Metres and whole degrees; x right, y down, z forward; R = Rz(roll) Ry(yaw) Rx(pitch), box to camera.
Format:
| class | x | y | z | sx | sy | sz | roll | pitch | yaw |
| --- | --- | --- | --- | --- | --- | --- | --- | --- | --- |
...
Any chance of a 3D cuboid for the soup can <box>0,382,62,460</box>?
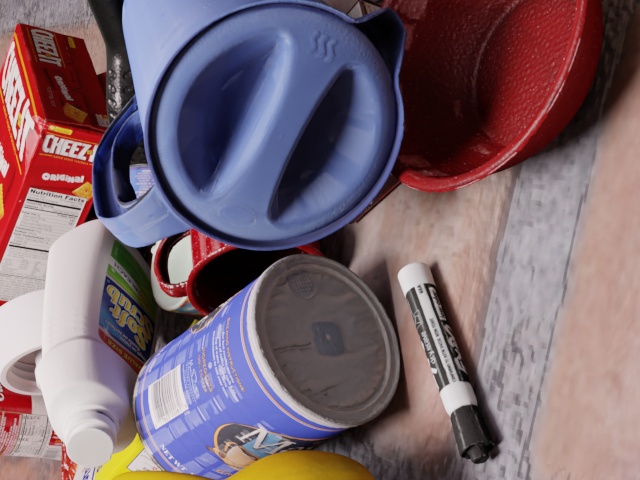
| class | x | y | z | sx | sy | sz | roll | pitch | yaw |
| --- | --- | --- | --- | --- | --- | --- | --- | --- | --- |
| soup can | -0.271 | 0.159 | 0.950 | 0.069 | 0.102 | 0.068 | -23 | 61 | 50 |

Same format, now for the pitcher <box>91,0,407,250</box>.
| class | x | y | z | sx | sy | sz | roll | pitch | yaw |
| --- | --- | --- | --- | --- | --- | --- | --- | --- | --- |
| pitcher | -0.060 | -0.097 | 0.629 | 0.243 | 0.149 | 0.145 | -122 | 37 | -60 |

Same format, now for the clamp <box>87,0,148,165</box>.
| class | x | y | z | sx | sy | sz | roll | pitch | yaw |
| --- | --- | --- | --- | --- | --- | --- | --- | --- | --- |
| clamp | -0.137 | -0.139 | 0.775 | 0.164 | 0.036 | 0.210 | -61 | -27 | -68 |

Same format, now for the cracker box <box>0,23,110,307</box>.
| class | x | y | z | sx | sy | sz | roll | pitch | yaw |
| --- | --- | --- | --- | --- | --- | --- | --- | --- | --- |
| cracker box | -0.257 | -0.055 | 0.930 | 0.214 | 0.072 | 0.164 | -61 | 37 | 28 |

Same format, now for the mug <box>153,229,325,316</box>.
| class | x | y | z | sx | sy | sz | roll | pitch | yaw |
| --- | --- | --- | --- | --- | --- | --- | --- | --- | --- |
| mug | -0.055 | 0.001 | 0.698 | 0.117 | 0.093 | 0.081 | -20 | 51 | 12 |

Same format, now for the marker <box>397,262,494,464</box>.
| class | x | y | z | sx | sy | sz | roll | pitch | yaw |
| --- | --- | --- | --- | --- | --- | --- | --- | --- | --- |
| marker | 0.067 | 0.065 | 0.576 | 0.020 | 0.020 | 0.121 | -48 | 44 | 35 |

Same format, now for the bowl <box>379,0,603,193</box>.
| class | x | y | z | sx | sy | sz | roll | pitch | yaw |
| --- | --- | --- | --- | --- | --- | --- | --- | --- | --- |
| bowl | 0.093 | -0.098 | 0.561 | 0.162 | 0.055 | 0.162 | -23 | 61 | 50 |

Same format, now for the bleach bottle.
| class | x | y | z | sx | sy | sz | roll | pitch | yaw |
| --- | --- | --- | --- | --- | --- | --- | --- | --- | --- |
| bleach bottle | -0.153 | 0.078 | 0.750 | 0.068 | 0.102 | 0.251 | -29 | 26 | 4 |

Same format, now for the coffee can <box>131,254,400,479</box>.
| class | x | y | z | sx | sy | sz | roll | pitch | yaw |
| --- | --- | --- | --- | --- | --- | --- | --- | --- | --- |
| coffee can | -0.035 | 0.083 | 0.641 | 0.141 | 0.102 | 0.103 | -36 | 51 | 44 |
